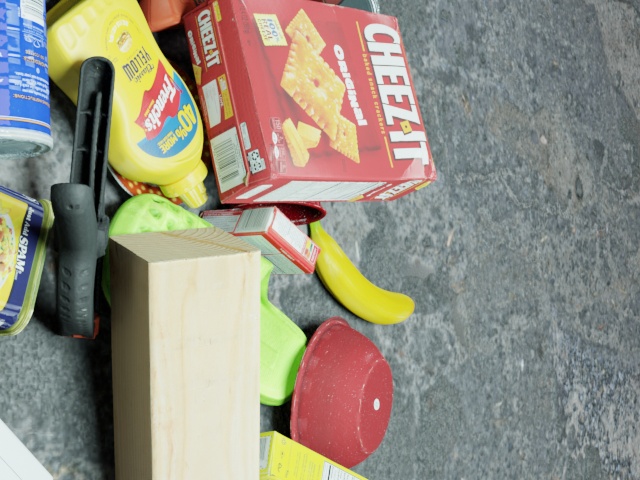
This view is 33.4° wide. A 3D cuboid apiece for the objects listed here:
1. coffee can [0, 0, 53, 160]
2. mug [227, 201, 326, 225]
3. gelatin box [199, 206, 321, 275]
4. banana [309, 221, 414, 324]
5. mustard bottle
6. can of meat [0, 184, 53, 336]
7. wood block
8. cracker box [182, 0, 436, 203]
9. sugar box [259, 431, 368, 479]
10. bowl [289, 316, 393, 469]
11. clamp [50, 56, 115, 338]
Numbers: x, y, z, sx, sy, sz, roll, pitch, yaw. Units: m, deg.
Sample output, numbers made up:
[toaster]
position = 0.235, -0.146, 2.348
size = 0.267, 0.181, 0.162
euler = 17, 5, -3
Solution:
[coffee can]
position = -0.235, -0.130, 0.715
size = 0.102, 0.103, 0.140
euler = 1, 85, -53
[mug]
position = -0.041, -0.059, 0.987
size = 0.117, 0.093, 0.081
euler = 64, 24, -76
[gelatin box]
position = -0.056, 0.001, 0.946
size = 0.073, 0.089, 0.030
euler = 43, 56, -42
[banana]
position = 0.044, 0.046, 1.118
size = 0.197, 0.037, 0.069
euler = 45, 53, -40
[mustard bottle]
position = -0.143, -0.104, 0.836
size = 0.191, 0.058, 0.096
euler = 60, 39, -28
[can of meat]
position = -0.240, 0.006, 0.731
size = 0.083, 0.058, 0.102
euler = 28, 63, -45
[wood block]
position = -0.103, 0.102, 0.813
size = 0.090, 0.091, 0.206
euler = -6, 105, -28
[cracker box]
position = -0.003, -0.119, 0.919
size = 0.213, 0.072, 0.164
euler = -3, 77, -46
[sugar box]
position = -0.016, 0.223, 0.951
size = 0.176, 0.094, 0.048
euler = 33, 54, -39
[bowl]
position = 0.029, 0.157, 1.036
size = 0.161, 0.055, 0.162
euler = 6, 90, -66
[clamp]
position = -0.169, -0.003, 0.750
size = 0.164, 0.036, 0.210
euler = -95, -167, -57
